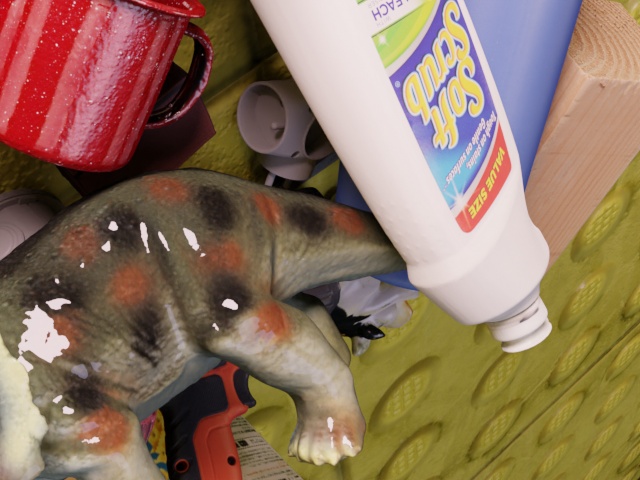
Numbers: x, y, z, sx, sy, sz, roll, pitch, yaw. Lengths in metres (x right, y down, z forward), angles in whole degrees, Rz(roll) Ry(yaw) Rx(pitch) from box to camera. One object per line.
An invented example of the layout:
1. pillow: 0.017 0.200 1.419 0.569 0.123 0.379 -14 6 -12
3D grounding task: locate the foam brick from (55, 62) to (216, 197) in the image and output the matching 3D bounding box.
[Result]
1. foam brick: -0.103 -0.059 0.555 0.078 0.053 0.051 -43 150 -9

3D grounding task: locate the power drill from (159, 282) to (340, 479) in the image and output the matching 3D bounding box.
1. power drill: -0.046 0.115 0.690 0.184 0.188 0.057 -16 164 -21

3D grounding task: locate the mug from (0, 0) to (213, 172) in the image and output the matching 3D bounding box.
1. mug: -0.100 -0.082 0.479 0.117 0.093 0.081 7 115 -46

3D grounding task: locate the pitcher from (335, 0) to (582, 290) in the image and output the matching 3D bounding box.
1. pitcher: 0.078 -0.101 0.631 0.148 0.145 0.243 -13 122 -42

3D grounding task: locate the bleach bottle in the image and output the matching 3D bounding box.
1. bleach bottle: 0.051 -0.061 0.519 0.102 0.068 0.251 -41 108 -36
